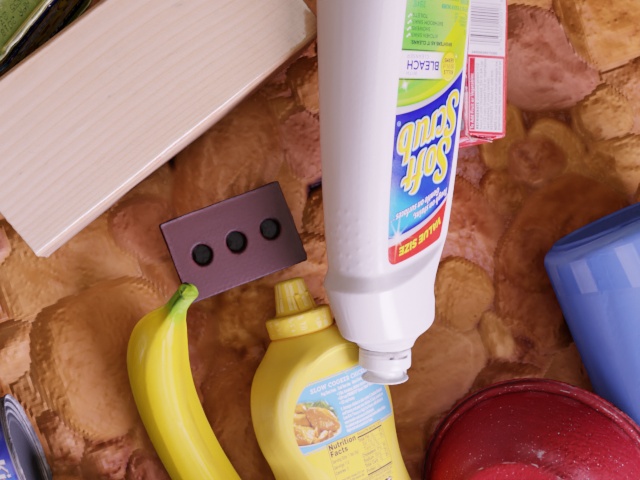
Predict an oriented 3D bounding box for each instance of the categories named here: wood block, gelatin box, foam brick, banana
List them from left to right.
[{"bbox_3d":[-0.111,-0.089,0.630,0.206,0.090,0.091,-40,96,-9],"label":"wood block"},{"bbox_3d":[-0.074,0.121,0.647,0.037,0.070,0.198,-31,108,-38],"label":"banana"},{"bbox_3d":[-0.054,0.001,0.657,0.078,0.051,0.053,-22,93,-10],"label":"foam brick"},{"bbox_3d":[0.088,-0.103,0.671,0.030,0.073,0.089,1,89,-17],"label":"gelatin box"}]

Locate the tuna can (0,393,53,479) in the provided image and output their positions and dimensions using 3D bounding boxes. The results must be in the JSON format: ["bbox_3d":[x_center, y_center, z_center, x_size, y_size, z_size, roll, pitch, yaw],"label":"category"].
[{"bbox_3d":[-0.181,0.135,0.617,0.033,0.086,0.086,-22,93,-8],"label":"tuna can"}]

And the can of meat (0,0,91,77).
[{"bbox_3d":[-0.180,-0.138,0.621,0.057,0.084,0.102,38,84,-7],"label":"can of meat"}]

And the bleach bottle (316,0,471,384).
[{"bbox_3d":[0.043,-0.043,0.620,0.102,0.068,0.251,-12,105,-50],"label":"bleach bottle"}]

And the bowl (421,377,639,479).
[{"bbox_3d":[0.128,0.167,0.641,0.162,0.055,0.162,5,102,25],"label":"bowl"}]

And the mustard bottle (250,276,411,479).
[{"bbox_3d":[0.005,0.116,0.654,0.096,0.058,0.191,-16,92,-40],"label":"mustard bottle"}]
